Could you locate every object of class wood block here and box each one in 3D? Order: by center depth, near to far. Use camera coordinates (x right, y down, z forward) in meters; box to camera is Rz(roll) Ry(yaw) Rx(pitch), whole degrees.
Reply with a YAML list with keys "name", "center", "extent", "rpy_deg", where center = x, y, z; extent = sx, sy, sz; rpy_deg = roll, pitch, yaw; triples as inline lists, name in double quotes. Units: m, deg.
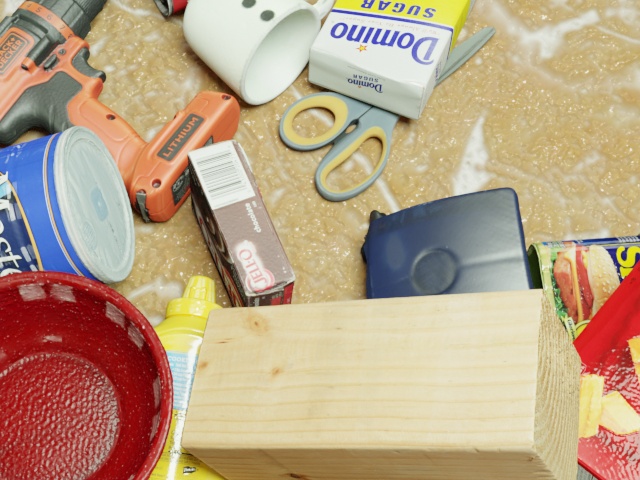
- name: "wood block"
  center: [0.036, 0.092, 0.614]
  extent: [0.206, 0.090, 0.090]
  rpy_deg: [-5, 58, 26]

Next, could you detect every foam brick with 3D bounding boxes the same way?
- name: "foam brick"
  center: [-0.191, 0.095, 0.697]
  extent: [0.051, 0.053, 0.078]
  rpy_deg: [-35, 74, -16]

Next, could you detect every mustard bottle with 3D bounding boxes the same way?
- name: "mustard bottle"
  center: [-0.093, 0.114, 0.693]
  extent: [0.096, 0.058, 0.191]
  rpy_deg: [8, 67, -2]

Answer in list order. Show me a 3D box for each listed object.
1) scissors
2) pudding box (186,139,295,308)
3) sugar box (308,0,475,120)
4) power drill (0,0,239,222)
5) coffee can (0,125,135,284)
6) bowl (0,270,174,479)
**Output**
- name: "scissors"
  center: [0.046, -0.116, 0.822]
  extent: [0.096, 0.016, 0.201]
  rpy_deg: [32, 69, 9]
- name: "pudding box"
  center: [-0.055, 0.001, 0.726]
  extent: [0.039, 0.090, 0.113]
  rpy_deg: [-18, 69, -13]
- name: "sugar box"
  center: [0.067, -0.183, 0.825]
  extent: [0.093, 0.048, 0.176]
  rpy_deg: [21, 60, 10]
- name: "power drill"
  center: [-0.156, -0.113, 0.786]
  extent: [0.188, 0.057, 0.184]
  rpy_deg: [30, 72, 12]
- name: "coffee can"
  center: [-0.205, -0.007, 0.691]
  extent: [0.140, 0.102, 0.103]
  rpy_deg: [-14, 68, 11]
- name: "bowl"
  center: [-0.167, 0.102, 0.636]
  extent: [0.162, 0.055, 0.162]
  rpy_deg: [1, 68, -3]
